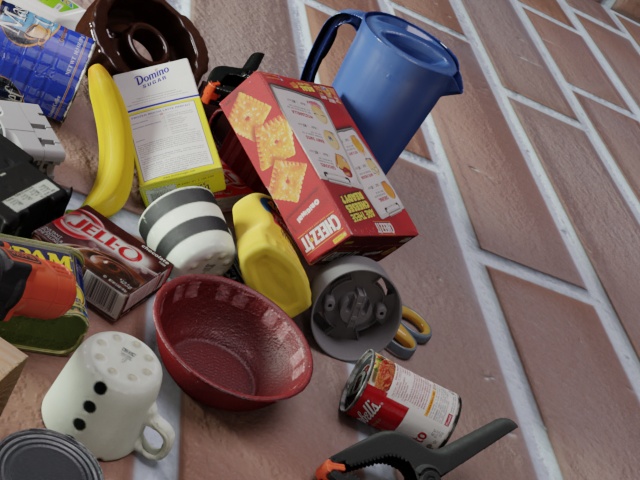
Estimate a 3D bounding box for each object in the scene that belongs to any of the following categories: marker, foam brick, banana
[{"bbox_3d":[-0.089,0.039,1.128,0.020,0.020,0.121,5,38,-39],"label":"marker"},{"bbox_3d":[-0.127,-0.159,1.363,0.078,0.053,0.051,24,29,-15],"label":"foam brick"},{"bbox_3d":[-0.226,-0.096,1.134,0.069,0.037,0.198,44,38,-50],"label":"banana"}]

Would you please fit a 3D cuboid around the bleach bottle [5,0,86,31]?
[{"bbox_3d":[-0.364,-0.289,1.335,0.250,0.068,0.102,29,31,-9],"label":"bleach bottle"}]

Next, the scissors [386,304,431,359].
[{"bbox_3d":[0.057,0.060,1.237,0.096,0.016,0.202,2,40,-45],"label":"scissors"}]

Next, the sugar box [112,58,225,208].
[{"bbox_3d":[-0.172,-0.123,1.204,0.093,0.048,0.176,-14,53,-7],"label":"sugar box"}]

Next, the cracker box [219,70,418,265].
[{"bbox_3d":[0.000,-0.078,1.190,0.163,0.072,0.214,-1,59,-59],"label":"cracker box"}]

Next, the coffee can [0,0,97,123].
[{"bbox_3d":[-0.334,-0.204,1.187,0.140,0.103,0.103,22,30,-17],"label":"coffee can"}]

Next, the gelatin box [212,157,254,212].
[{"bbox_3d":[-0.131,-0.065,1.236,0.073,0.030,0.089,45,32,23],"label":"gelatin box"}]

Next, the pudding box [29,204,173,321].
[{"bbox_3d":[-0.211,0.019,1.021,0.113,0.039,0.089,36,29,8],"label":"pudding box"}]

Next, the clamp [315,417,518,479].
[{"bbox_3d":[0.098,0.233,0.964,0.209,0.036,0.164,8,57,-21],"label":"clamp"}]

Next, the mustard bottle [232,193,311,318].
[{"bbox_3d":[-0.057,0.001,1.152,0.096,0.058,0.191,53,9,-26],"label":"mustard bottle"}]

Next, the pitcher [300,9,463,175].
[{"bbox_3d":[0.051,-0.159,1.334,0.144,0.243,0.149,10,35,-34],"label":"pitcher"}]

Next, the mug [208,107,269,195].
[{"bbox_3d":[-0.088,-0.115,1.301,0.117,0.082,0.093,35,29,6],"label":"mug"}]

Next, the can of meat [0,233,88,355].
[{"bbox_3d":[-0.253,0.047,0.921,0.101,0.058,0.084,13,37,-29],"label":"can of meat"}]

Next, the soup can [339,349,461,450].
[{"bbox_3d":[0.079,0.159,1.049,0.102,0.069,0.068,28,29,-8],"label":"soup can"}]

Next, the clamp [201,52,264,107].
[{"bbox_3d":[-0.094,-0.203,1.368,0.171,0.039,0.120,-7,39,-48],"label":"clamp"}]

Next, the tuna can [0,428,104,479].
[{"bbox_3d":[-0.204,0.181,0.782,0.086,0.034,0.086,23,30,-15],"label":"tuna can"}]

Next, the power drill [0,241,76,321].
[{"bbox_3d":[-0.298,-0.005,0.811,0.188,0.057,0.184,35,4,28],"label":"power drill"}]

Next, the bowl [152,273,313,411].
[{"bbox_3d":[-0.089,0.105,0.986,0.162,0.055,0.162,23,30,-15],"label":"bowl"}]
